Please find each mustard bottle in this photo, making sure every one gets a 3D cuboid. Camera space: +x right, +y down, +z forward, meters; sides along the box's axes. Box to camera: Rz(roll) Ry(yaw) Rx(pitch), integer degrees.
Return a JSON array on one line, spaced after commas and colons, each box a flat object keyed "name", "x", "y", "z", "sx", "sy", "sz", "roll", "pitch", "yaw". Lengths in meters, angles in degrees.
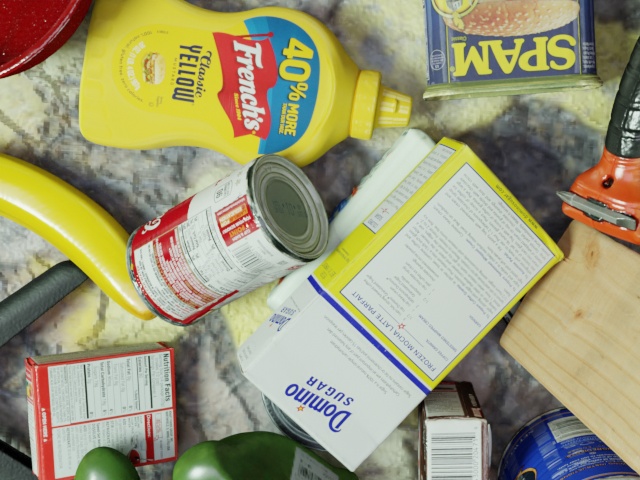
[{"name": "mustard bottle", "x": -0.041, "y": -0.091, "z": 0.631, "sx": 0.191, "sy": 0.058, "sz": 0.096, "roll": 9, "pitch": 92, "yaw": 2}]

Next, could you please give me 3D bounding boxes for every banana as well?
[{"name": "banana", "x": -0.179, "y": -0.014, "z": 0.651, "sx": 0.198, "sy": 0.037, "sz": 0.069, "roll": 22, "pitch": 62, "yaw": -2}]

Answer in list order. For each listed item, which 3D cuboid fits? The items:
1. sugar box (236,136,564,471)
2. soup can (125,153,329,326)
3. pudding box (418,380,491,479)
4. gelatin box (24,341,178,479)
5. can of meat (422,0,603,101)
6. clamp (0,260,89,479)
[{"name": "sugar box", "x": 0.045, "y": 0.036, "z": 0.609, "sx": 0.176, "sy": 0.048, "sz": 0.093, "roll": -44, "pitch": 107, "yaw": 3}, {"name": "soup can", "x": -0.054, "y": 0.001, "z": 0.620, "sx": 0.102, "sy": 0.068, "sz": 0.068, "roll": -28, "pitch": 95, "yaw": 32}, {"name": "pudding box", "x": 0.077, "y": 0.148, "z": 0.636, "sx": 0.039, "sy": 0.090, "sz": 0.113, "roll": 1, "pitch": 96, "yaw": 2}, {"name": "gelatin box", "x": -0.133, "y": 0.104, "z": 0.657, "sx": 0.089, "sy": 0.030, "sz": 0.073, "roll": -6, "pitch": 98, "yaw": -27}, {"name": "can of meat", "x": 0.108, "y": -0.127, "z": 0.617, "sx": 0.102, "sy": 0.057, "sz": 0.084, "roll": -3, "pitch": 94, "yaw": 8}, {"name": "clamp", "x": -0.235, "y": 0.107, "z": 0.650, "sx": 0.209, "sy": 0.036, "sz": 0.164, "roll": -9, "pitch": 98, "yaw": -19}]
